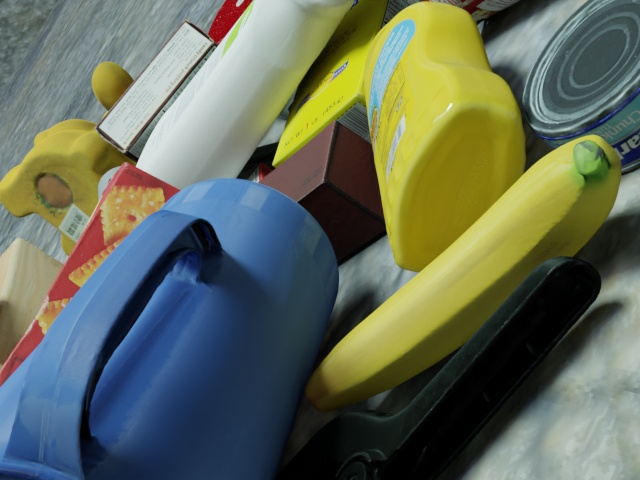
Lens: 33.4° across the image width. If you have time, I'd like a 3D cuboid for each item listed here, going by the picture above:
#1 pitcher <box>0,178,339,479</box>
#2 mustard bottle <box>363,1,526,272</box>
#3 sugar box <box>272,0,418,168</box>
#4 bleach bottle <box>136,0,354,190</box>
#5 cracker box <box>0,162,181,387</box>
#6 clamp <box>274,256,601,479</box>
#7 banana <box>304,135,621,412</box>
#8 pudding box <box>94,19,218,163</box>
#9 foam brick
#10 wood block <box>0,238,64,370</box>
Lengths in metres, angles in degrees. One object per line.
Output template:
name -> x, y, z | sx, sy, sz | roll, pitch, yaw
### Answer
pitcher -> -0.070, 0.065, 0.482 | 0.149, 0.145, 0.242 | -31, 19, 33
mustard bottle -> 0.056, -0.071, 0.561 | 0.191, 0.058, 0.096 | -97, 17, -57
sugar box -> 0.027, -0.123, 0.708 | 0.094, 0.048, 0.176 | -35, 33, 43
bleach bottle -> -0.042, -0.114, 0.704 | 0.251, 0.068, 0.102 | -46, 22, 45
cracker box -> -0.164, 0.077, 0.711 | 0.213, 0.072, 0.164 | -65, 6, -33
clamp -> 0.027, 0.111, 0.423 | 0.210, 0.036, 0.164 | -37, 29, 41
banana -> 0.063, 0.013, 0.450 | 0.198, 0.069, 0.037 | -49, 58, 41
pudding box -> -0.114, -0.108, 0.847 | 0.113, 0.039, 0.090 | -52, -21, -1
foam brick -> 0.001, -0.021, 0.622 | 0.078, 0.051, 0.053 | -35, 33, 40
wood block -> -0.258, 0.099, 0.912 | 0.091, 0.090, 0.206 | -47, 25, 18
